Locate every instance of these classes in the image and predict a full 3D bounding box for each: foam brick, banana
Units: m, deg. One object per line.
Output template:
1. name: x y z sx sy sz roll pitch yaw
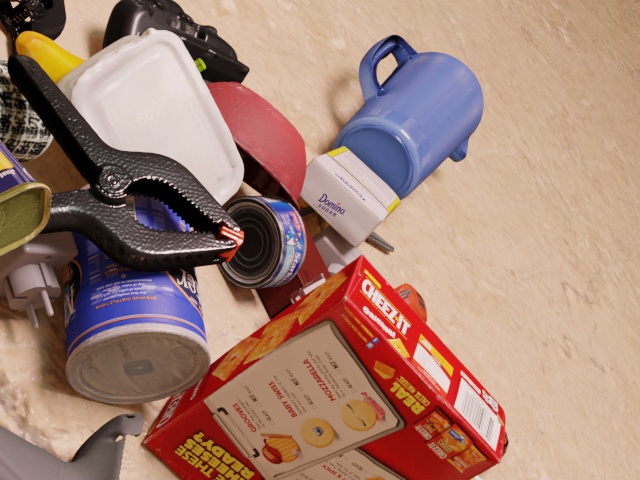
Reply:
1. foam brick: -0.031 0.027 1.012 0.052 0.051 0.078 -1 59 -53
2. banana: -0.191 -0.146 0.924 0.197 0.070 0.037 -4 51 -51

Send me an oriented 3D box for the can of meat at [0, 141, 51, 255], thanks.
1. can of meat: -0.232 -0.028 0.654 0.101 0.057 0.084 -32 69 -32

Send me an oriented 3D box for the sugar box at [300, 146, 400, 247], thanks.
1. sugar box: 0.030 -0.049 1.120 0.093 0.048 0.176 43 16 3

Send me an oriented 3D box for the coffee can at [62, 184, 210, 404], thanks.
1. coffee can: -0.142 0.037 0.800 0.102 0.103 0.140 23 41 -40

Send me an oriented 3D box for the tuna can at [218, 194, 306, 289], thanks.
1. tuna can: -0.056 0.001 0.971 0.033 0.086 0.086 -5 63 -54

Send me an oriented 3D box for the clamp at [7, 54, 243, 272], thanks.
1. clamp: -0.158 -0.027 0.745 0.210 0.036 0.164 28 53 -9

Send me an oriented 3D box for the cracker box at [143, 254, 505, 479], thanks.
1. cracker box: 0.003 0.135 0.786 0.164 0.214 0.072 46 29 -11

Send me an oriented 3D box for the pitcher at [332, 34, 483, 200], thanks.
1. pitcher: 0.099 -0.144 1.296 0.149 0.145 0.242 23 31 13

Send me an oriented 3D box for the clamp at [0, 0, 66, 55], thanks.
1. clamp: -0.260 -0.190 0.938 0.120 0.039 0.171 65 23 -20

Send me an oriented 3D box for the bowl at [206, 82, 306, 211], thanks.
1. bowl: -0.066 -0.098 1.002 0.162 0.055 0.162 38 -8 6
